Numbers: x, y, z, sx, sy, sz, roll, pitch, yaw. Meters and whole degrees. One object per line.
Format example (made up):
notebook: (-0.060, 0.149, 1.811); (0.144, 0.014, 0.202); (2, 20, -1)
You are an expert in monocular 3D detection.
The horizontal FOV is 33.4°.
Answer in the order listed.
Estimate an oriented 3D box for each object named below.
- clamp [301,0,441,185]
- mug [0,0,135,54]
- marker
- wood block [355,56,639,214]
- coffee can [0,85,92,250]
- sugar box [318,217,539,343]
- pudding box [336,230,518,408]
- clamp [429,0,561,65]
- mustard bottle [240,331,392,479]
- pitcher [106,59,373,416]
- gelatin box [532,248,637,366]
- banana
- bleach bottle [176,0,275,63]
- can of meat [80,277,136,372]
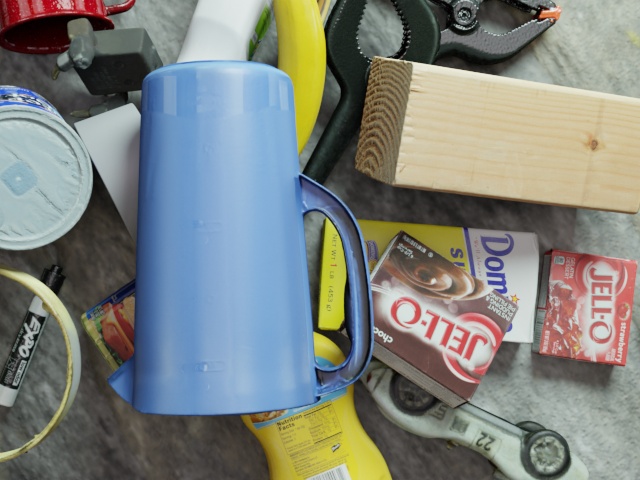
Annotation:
clamp: (0.042, -0.125, 0.857); (0.164, 0.036, 0.210); (-14, 110, -1)
mug: (-0.206, -0.204, 0.853); (0.117, 0.093, 0.081); (-10, 84, -12)
marker: (-0.238, 0.077, 0.875); (0.020, 0.020, 0.121); (22, 87, -1)
wood block: (0.142, -0.080, 0.823); (0.205, 0.090, 0.091); (6, 100, -18)
coffee can: (-0.232, -0.059, 0.805); (0.102, 0.140, 0.103); (-5, 105, -18)
sugar box: (0.087, 0.033, 0.875); (0.176, 0.048, 0.093); (3, 88, -1)
pudding box: (0.083, 0.061, 0.817); (0.113, 0.039, 0.090); (32, 65, 1)
clamp: (0.110, -0.175, 0.887); (0.171, 0.039, 0.120); (7, 102, -1)
mustard bottle: (-0.017, 0.132, 0.856); (0.096, 0.058, 0.191); (-21, 93, -4)
pitcher: (-0.059, 0.001, 0.755); (0.148, 0.145, 0.243); (0, 87, -41)
gelatin box: (0.220, 0.055, 0.886); (0.073, 0.030, 0.089); (8, 88, -2)
banana: (-0.032, -0.114, 0.830); (0.069, 0.037, 0.198); (13, 114, -20)
bleach bottle: (-0.061, -0.197, 0.848); (0.068, 0.102, 0.251); (24, 87, 6)
can of meat: (-0.131, 0.076, 0.861); (0.084, 0.057, 0.102); (-34, 90, -1)
